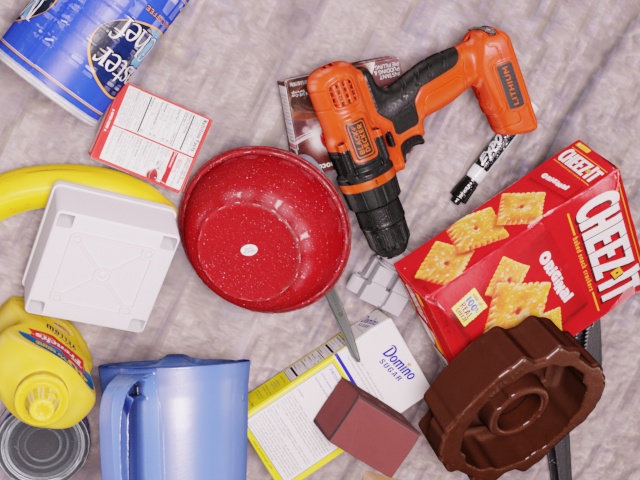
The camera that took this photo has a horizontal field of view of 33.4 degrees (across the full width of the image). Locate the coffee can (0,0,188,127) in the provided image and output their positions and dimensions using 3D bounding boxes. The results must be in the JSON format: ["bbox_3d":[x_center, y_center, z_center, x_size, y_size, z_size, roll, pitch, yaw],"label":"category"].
[{"bbox_3d":[-0.186,-0.179,0.876,0.102,0.103,0.140,37,91,-18],"label":"coffee can"}]

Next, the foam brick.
[{"bbox_3d":[0.043,0.173,0.988,0.078,0.053,0.051,34,90,-21],"label":"foam brick"}]

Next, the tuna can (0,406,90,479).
[{"bbox_3d":[-0.253,0.181,0.973,0.086,0.034,0.086,-3,102,-14],"label":"tuna can"}]

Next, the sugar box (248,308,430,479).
[{"bbox_3d":[0.010,0.152,1.027,0.176,0.048,0.093,-33,108,-9],"label":"sugar box"}]

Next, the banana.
[{"bbox_3d":[-0.227,-0.035,0.934,0.197,0.037,0.070,-9,125,-10],"label":"banana"}]

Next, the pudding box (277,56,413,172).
[{"bbox_3d":[0.023,-0.114,0.975,0.113,0.039,0.090,-13,105,-11],"label":"pudding box"}]

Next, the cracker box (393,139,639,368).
[{"bbox_3d":[0.195,0.033,1.006,0.213,0.072,0.164,-33,130,-5],"label":"cracker box"}]

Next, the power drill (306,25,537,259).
[{"bbox_3d":[0.096,-0.096,0.951,0.187,0.057,0.184,-25,110,-12],"label":"power drill"}]

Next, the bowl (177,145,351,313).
[{"bbox_3d":[-0.056,0.001,0.937,0.162,0.055,0.162,4,112,11],"label":"bowl"}]

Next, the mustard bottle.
[{"bbox_3d":[-0.230,0.107,0.879,0.058,0.192,0.096,-46,108,-1],"label":"mustard bottle"}]

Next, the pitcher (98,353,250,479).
[{"bbox_3d":[-0.129,0.220,0.922,0.149,0.145,0.243,0,86,-24],"label":"pitcher"}]

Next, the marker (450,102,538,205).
[{"bbox_3d":[0.166,-0.084,1.028,0.020,0.020,0.121,38,91,-18],"label":"marker"}]

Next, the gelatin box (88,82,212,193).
[{"bbox_3d":[-0.150,-0.091,0.942,0.089,0.030,0.073,22,94,-18],"label":"gelatin box"}]

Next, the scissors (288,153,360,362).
[{"bbox_3d":[-0.018,0.018,0.983,0.096,0.016,0.202,3,112,28],"label":"scissors"}]
